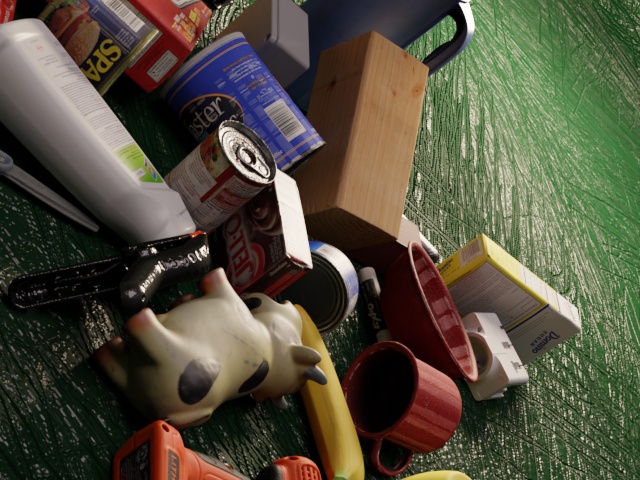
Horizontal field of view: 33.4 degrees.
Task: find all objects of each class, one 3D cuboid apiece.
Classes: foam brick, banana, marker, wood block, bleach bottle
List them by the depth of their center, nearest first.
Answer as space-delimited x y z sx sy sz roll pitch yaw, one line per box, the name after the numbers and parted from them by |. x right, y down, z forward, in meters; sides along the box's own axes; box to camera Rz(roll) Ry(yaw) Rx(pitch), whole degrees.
-0.187 -0.067 0.888 0.251 0.068 0.102 51 18 -6 | bleach bottle
0.006 0.145 0.935 0.069 0.037 0.198 83 -9 -47 | banana
0.062 0.082 1.120 0.020 0.020 0.121 22 41 -41 | marker
0.039 -0.104 1.134 0.090 0.091 0.206 27 65 -35 | wood block
0.068 -0.001 1.184 0.078 0.053 0.051 32 35 -32 | foam brick

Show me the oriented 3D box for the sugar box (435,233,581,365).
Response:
0.219 0.073 1.273 0.176 0.093 0.048 35 34 -29 | sugar box

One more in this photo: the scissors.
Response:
-0.262 -0.079 0.849 0.201 0.016 0.096 26 38 -37 | scissors

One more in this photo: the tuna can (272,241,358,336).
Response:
-0.008 0.045 0.996 0.086 0.086 0.033 53 29 1 | tuna can

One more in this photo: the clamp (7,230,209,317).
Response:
-0.132 0.024 0.801 0.171 0.120 0.039 -22 116 -47 | clamp

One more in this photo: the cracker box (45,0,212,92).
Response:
-0.212 -0.254 1.033 0.213 0.072 0.164 42 20 -16 | cracker box

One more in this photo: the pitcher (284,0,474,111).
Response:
0.053 -0.250 1.240 0.144 0.243 0.149 30 36 -33 | pitcher

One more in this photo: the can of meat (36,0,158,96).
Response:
-0.208 -0.175 0.943 0.084 0.102 0.057 42 31 -13 | can of meat

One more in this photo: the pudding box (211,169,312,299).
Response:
-0.056 0.001 0.972 0.039 0.090 0.113 30 36 -36 | pudding box

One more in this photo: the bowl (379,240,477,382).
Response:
0.106 0.083 1.116 0.162 0.055 0.162 57 16 -27 | bowl

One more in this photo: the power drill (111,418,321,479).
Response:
-0.061 0.220 0.765 0.187 0.057 0.184 32 31 -35 | power drill

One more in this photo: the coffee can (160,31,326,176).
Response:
-0.077 -0.121 1.063 0.140 0.103 0.102 52 30 0 | coffee can

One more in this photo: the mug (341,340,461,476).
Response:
0.075 0.162 0.995 0.081 0.093 0.117 31 66 -40 | mug

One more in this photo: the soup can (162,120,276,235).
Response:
-0.098 -0.051 0.958 0.068 0.102 0.068 34 34 -28 | soup can
